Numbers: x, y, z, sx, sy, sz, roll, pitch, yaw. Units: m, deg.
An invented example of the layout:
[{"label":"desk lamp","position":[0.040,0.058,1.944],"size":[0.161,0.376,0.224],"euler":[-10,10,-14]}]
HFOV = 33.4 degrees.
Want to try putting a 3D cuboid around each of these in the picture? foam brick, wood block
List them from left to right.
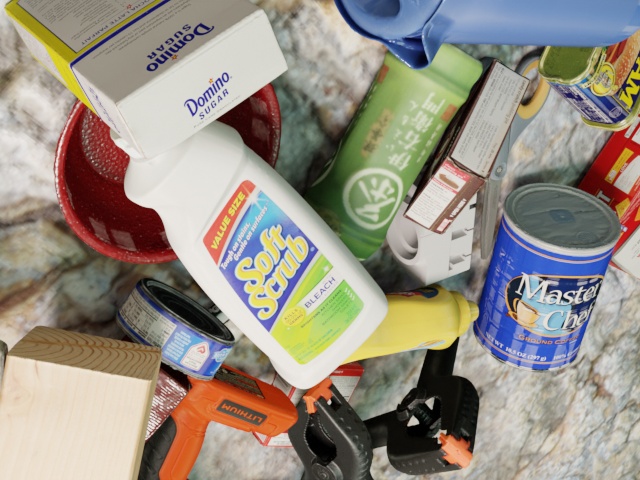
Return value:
[{"label":"wood block","position":[-0.170,0.171,0.701],"size":[0.090,0.090,0.206],"euler":[11,97,-4]},{"label":"foam brick","position":[-0.133,0.104,0.780],"size":[0.053,0.078,0.051],"euler":[41,90,-11]}]

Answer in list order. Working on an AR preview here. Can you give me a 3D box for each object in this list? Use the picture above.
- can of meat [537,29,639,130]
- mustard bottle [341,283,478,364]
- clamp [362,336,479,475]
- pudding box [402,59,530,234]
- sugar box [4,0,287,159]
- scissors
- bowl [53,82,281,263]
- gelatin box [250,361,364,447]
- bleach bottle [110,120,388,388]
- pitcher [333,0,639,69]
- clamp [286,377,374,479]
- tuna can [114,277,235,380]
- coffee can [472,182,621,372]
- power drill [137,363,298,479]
[{"label":"can of meat","position":[0.237,-0.157,0.897],"size":[0.083,0.058,0.102],"euler":[30,83,-41]},{"label":"mustard bottle","position":[0.059,0.070,0.900],"size":[0.191,0.096,0.058],"euler":[-5,84,-35]},{"label":"clamp","position":[0.092,0.139,0.917],"size":[0.036,0.210,0.164],"euler":[42,83,-13]},{"label":"pudding box","position":[0.113,-0.071,0.824],"size":[0.113,0.039,0.090],"euler":[-64,-178,-33]},{"label":"sugar box","position":[-0.103,-0.114,0.599],"size":[0.093,0.176,0.048],"euler":[-36,133,-13]},{"label":"scissors","position":[0.168,-0.079,0.936],"size":[0.096,0.016,0.202],"euler":[-30,132,-17]},{"label":"bowl","position":[-0.108,-0.067,0.711],"size":[0.161,0.055,0.162],"euler":[-19,128,-26]},{"label":"gelatin box","position":[-0.012,0.140,0.937],"size":[0.073,0.030,0.089],"euler":[9,115,-40]},{"label":"bleach bottle","position":[-0.055,0.001,0.714],"size":[0.102,0.068,0.250],"euler":[-43,132,2]},{"label":"pitcher","position":[0.133,-0.210,0.756],"size":[0.242,0.145,0.149],"euler":[-4,132,-39]},{"label":"clamp","position":[0.005,0.192,0.913],"size":[0.039,0.120,0.171],"euler":[-45,124,-49]},{"label":"tuna can","position":[-0.105,0.064,0.779],"size":[0.086,0.086,0.034],"euler":[30,96,-44]},{"label":"coffee can","position":[0.202,0.034,0.965],"size":[0.102,0.103,0.140],"euler":[-15,132,-29]},{"label":"power drill","position":[-0.097,0.197,0.869],"size":[0.184,0.057,0.188],"euler":[28,97,-28]}]
